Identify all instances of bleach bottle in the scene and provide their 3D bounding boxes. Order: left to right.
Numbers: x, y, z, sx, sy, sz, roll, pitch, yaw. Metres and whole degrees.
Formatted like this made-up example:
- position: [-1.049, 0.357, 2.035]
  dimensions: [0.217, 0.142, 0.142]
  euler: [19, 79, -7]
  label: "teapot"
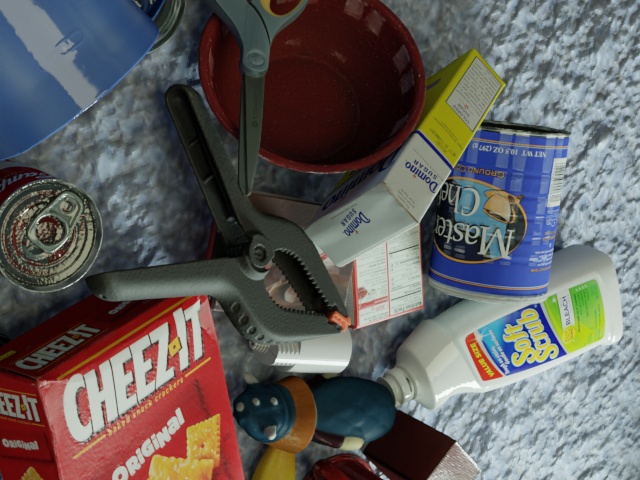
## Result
- position: [0.160, 0.091, 0.960]
  dimensions: [0.250, 0.068, 0.102]
  euler: [-24, 115, -26]
  label: "bleach bottle"

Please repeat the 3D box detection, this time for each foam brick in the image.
- position: [0.088, 0.192, 0.925]
  dimensions: [0.051, 0.078, 0.053]
  euler: [-51, 127, -14]
  label: "foam brick"

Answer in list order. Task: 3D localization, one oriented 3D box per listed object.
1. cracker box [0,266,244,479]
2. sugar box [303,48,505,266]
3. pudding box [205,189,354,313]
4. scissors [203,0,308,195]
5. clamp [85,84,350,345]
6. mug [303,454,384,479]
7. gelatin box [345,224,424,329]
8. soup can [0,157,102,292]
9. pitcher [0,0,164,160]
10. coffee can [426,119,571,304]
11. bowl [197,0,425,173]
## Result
- position: [-0.130, 0.148, 0.728]
  dimensions: [0.163, 0.072, 0.214]
  euler: [-34, 122, -50]
  label: "cracker box"
- position: [0.064, -0.064, 0.789]
  dimensions: [0.048, 0.094, 0.176]
  euler: [47, 48, -11]
  label: "sugar box"
- position: [-0.030, 0.011, 0.808]
  dimensions: [0.113, 0.039, 0.090]
  euler: [7, 99, -29]
  label: "pudding box"
- position: [-0.060, -0.132, 0.715]
  dimensions: [0.096, 0.016, 0.201]
  euler: [23, 64, -8]
  label: "scissors"
- position: [-0.055, 0.001, 0.738]
  dimensions: [0.209, 0.036, 0.164]
  euler: [32, 59, -36]
  label: "clamp"
- position: [0.030, 0.228, 0.890]
  dimensions: [0.093, 0.082, 0.117]
  euler: [-38, 121, -22]
  label: "mug"
- position: [0.048, 0.022, 0.880]
  dimensions: [0.073, 0.030, 0.089]
  euler: [-15, 110, -33]
  label: "gelatin box"
- position: [-0.186, -0.013, 0.659]
  dimensions: [0.068, 0.102, 0.068]
  euler: [-10, 108, -33]
  label: "soup can"
- position: [-0.202, -0.176, 0.582]
  dimensions: [0.145, 0.149, 0.242]
  euler: [-26, 115, 22]
  label: "pitcher"
- position: [0.148, -0.027, 0.892]
  dimensions: [0.102, 0.103, 0.140]
  euler: [-2, 103, -35]
  label: "coffee can"
- position: [-0.009, -0.109, 0.760]
  dimensions: [0.162, 0.055, 0.162]
  euler: [5, 66, -10]
  label: "bowl"
